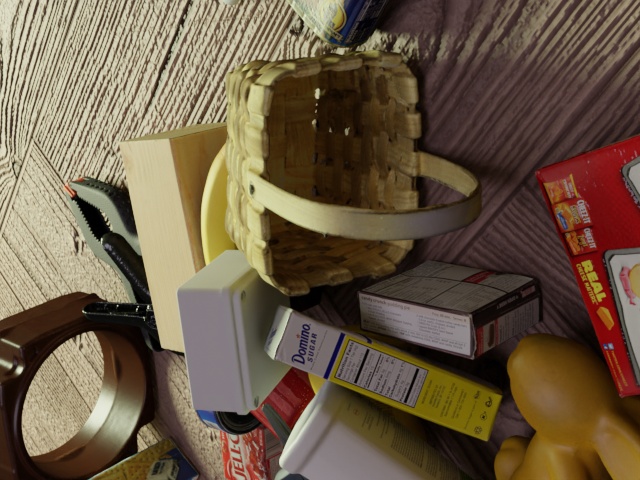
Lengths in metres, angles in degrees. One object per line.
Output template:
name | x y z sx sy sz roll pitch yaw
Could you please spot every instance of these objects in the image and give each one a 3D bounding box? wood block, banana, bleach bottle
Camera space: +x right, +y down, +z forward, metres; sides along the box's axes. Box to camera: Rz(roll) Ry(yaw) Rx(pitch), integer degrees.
wood block | -0.112 -0.003 1.017 0.091 0.090 0.206 4 107 49
banana | -0.072 0.008 0.947 0.070 0.037 0.198 -10 104 19
bleach bottle | 0.092 0.210 0.853 0.251 0.102 0.068 34 105 1

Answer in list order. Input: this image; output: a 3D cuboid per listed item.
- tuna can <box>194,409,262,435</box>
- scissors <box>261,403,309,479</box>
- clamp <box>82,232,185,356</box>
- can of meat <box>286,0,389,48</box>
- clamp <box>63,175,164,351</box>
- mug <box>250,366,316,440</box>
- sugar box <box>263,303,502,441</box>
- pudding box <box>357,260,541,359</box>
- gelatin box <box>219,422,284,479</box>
tuna can | -0.084 0.149 1.061 0.034 0.085 0.086 10 113 43
scissors | -0.031 0.204 0.988 0.096 0.016 0.201 -11 137 34
clamp | -0.174 0.077 1.118 0.171 0.039 0.120 37 134 3
can of meat | 0.014 -0.211 0.823 0.102 0.057 0.084 52 139 18
clamp | -0.213 0.015 1.177 0.210 0.036 0.165 42 132 22
mug | -0.032 0.140 1.010 0.081 0.093 0.117 41 164 21
sugar box | 0.045 0.101 0.830 0.093 0.176 0.048 175 114 -82
pudding box | 0.098 0.051 0.820 0.114 0.089 0.039 8 112 44
gelatin box | -0.072 0.220 1.121 0.073 0.030 0.089 16 117 42
